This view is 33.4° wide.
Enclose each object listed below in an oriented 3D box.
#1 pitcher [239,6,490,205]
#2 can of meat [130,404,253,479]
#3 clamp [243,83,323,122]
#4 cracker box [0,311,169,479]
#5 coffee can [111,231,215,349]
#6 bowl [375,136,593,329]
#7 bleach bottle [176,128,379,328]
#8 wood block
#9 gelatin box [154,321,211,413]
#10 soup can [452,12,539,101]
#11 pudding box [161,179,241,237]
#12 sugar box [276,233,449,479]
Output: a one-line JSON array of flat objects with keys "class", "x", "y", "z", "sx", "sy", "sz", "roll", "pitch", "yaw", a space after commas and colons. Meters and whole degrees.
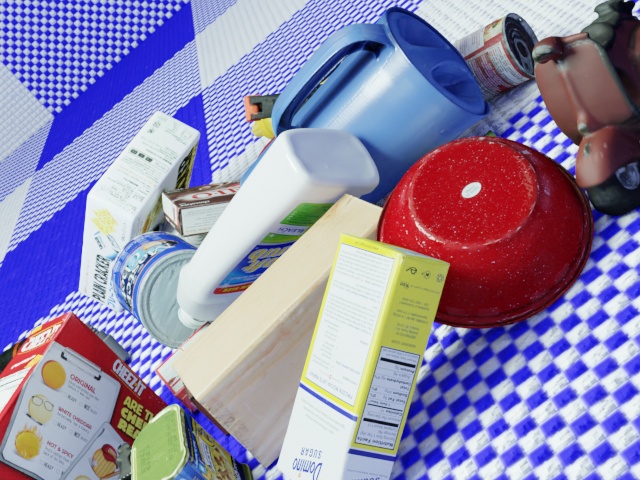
[{"class": "pitcher", "x": 0.027, "y": -0.100, "z": 1.020, "sx": 0.243, "sy": 0.149, "sz": 0.144, "roll": -42, "pitch": 4, "yaw": 28}, {"class": "can of meat", "x": -0.096, "y": 0.183, "z": 0.808, "sx": 0.057, "sy": 0.084, "sz": 0.102, "roll": -40, "pitch": 22, "yaw": 4}, {"class": "clamp", "x": 0.019, "y": -0.158, "z": 1.191, "sx": 0.209, "sy": 0.036, "sz": 0.165, "roll": -11, "pitch": 11, "yaw": -29}, {"class": "cracker box", "x": -0.220, "y": 0.194, "z": 0.887, "sx": 0.072, "sy": 0.164, "sz": 0.213, "roll": -21, "pitch": 30, "yaw": 37}, {"class": "coffee can", "x": -0.158, "y": 0.050, "z": 1.132, "sx": 0.102, "sy": 0.102, "sz": 0.140, "roll": -46, "pitch": 22, "yaw": -10}, {"class": "bowl", "x": 0.113, "y": -0.020, "z": 0.768, "sx": 0.162, "sy": 0.055, "sz": 0.162, "roll": -8, "pitch": 57, "yaw": 12}, {"class": "bleach bottle", "x": -0.056, "y": 0.001, "z": 0.987, "sx": 0.251, "sy": 0.102, "sz": 0.068, "roll": -48, "pitch": 58, "yaw": 38}, {"class": "wood block", "x": -0.010, "y": 0.070, "z": 0.868, "sx": 0.206, "sy": 0.090, "sz": 0.091, "roll": -44, "pitch": 22, "yaw": -7}, {"class": "gelatin box", "x": -0.115, "y": 0.121, "z": 1.028, "sx": 0.073, "sy": 0.030, "sz": 0.089, "roll": -44, "pitch": 21, "yaw": -9}, {"class": "soup can", "x": 0.161, "y": -0.174, "z": 1.064, "sx": 0.102, "sy": 0.068, "sz": 0.068, "roll": -24, "pitch": 28, "yaw": 38}, {"class": "pudding box", "x": -0.115, "y": -0.039, "z": 1.203, "sx": 0.113, "sy": 0.039, "sz": 0.090, "roll": -12, "pitch": 17, "yaw": -17}, {"class": "sugar box", "x": 0.027, "y": 0.089, "z": 0.728, "sx": 0.093, "sy": 0.048, "sz": 0.176, "roll": 20, "pitch": 97, "yaw": 64}]
